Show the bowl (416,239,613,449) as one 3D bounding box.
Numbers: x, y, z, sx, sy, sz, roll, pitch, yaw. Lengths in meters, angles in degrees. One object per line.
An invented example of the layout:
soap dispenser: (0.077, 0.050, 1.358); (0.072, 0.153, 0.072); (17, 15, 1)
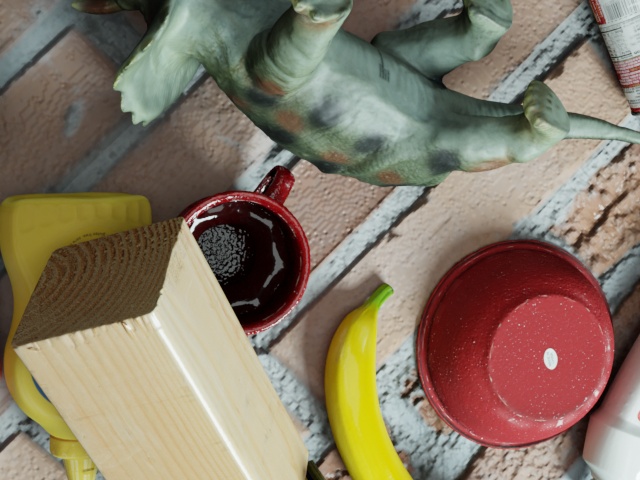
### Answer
bowl: (0.155, 0.081, 0.784); (0.162, 0.055, 0.162); (-1, 95, -14)

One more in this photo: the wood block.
wood block: (-0.088, 0.100, 0.650); (0.091, 0.090, 0.206); (-14, 124, 15)

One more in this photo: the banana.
banana: (0.042, 0.134, 0.770); (0.069, 0.037, 0.198); (-13, 98, -13)

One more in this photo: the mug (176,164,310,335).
mug: (-0.055, 0.001, 0.713); (0.093, 0.081, 0.117); (29, 88, -14)

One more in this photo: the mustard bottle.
mustard bottle: (-0.159, 0.065, 0.703); (0.096, 0.058, 0.191); (-4, 97, -35)
